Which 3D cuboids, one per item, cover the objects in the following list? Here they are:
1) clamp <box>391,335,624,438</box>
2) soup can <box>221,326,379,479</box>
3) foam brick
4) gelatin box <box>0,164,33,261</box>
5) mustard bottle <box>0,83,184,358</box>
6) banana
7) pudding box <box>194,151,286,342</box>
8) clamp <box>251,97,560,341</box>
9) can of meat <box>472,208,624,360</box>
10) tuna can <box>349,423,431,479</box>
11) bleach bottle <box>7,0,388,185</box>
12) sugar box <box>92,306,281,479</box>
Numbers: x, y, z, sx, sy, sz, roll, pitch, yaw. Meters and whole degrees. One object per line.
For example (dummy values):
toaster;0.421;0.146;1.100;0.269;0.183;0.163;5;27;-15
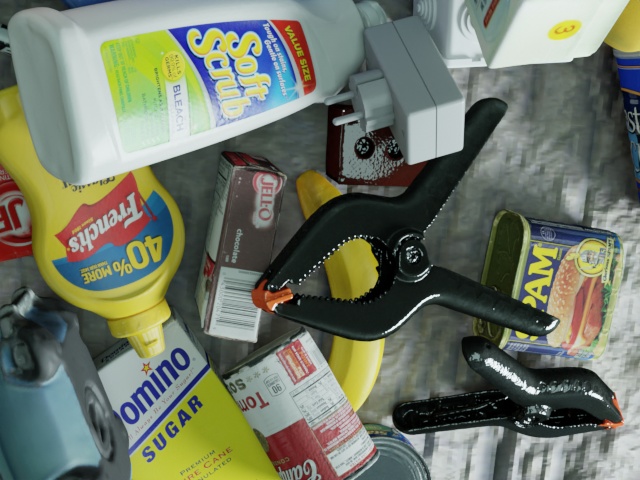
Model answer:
clamp;0.141;0.120;0.785;0.171;0.120;0.039;18;54;-26
soup can;-0.014;0.118;0.727;0.068;0.068;0.102;-30;90;-4
foam brick;0.046;-0.066;0.735;0.078;0.051;0.053;0;101;-11
gelatin box;-0.227;-0.020;0.701;0.089;0.030;0.073;-11;103;-9
mustard bottle;-0.140;-0.014;0.682;0.096;0.058;0.191;-22;103;-16
banana;0.013;0.049;0.758;0.069;0.037;0.198;1;100;-12
pudding box;-0.055;0.001;0.708;0.039;0.090;0.113;11;99;-12
clamp;0.059;0.017;0.688;0.209;0.036;0.164;-24;97;-20
can of meat;0.166;0.034;0.776;0.083;0.057;0.102;8;99;-15
tuna can;0.037;0.180;0.790;0.086;0.034;0.086;-2;101;-11
bleach bottle;-0.058;-0.116;0.657;0.250;0.068;0.102;-24;119;-34
sugar box;-0.091;0.144;0.752;0.093;0.048;0.176;-35;106;-3
